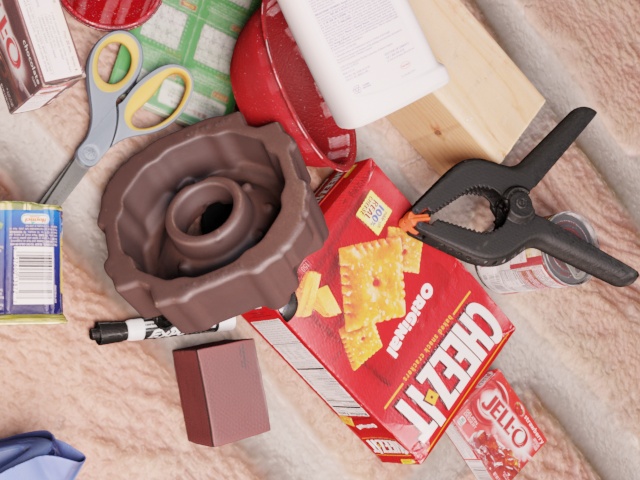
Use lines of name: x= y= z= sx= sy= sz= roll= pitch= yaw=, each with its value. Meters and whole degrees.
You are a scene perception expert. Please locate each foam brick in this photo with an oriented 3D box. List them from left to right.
foam brick: x=-0.079 y=0.120 z=0.854 sx=0.052 sy=0.051 sz=0.078 roll=-9 pitch=87 yaw=-31

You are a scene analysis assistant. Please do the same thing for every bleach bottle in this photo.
bleach bottle: x=0.008 y=-0.220 z=0.845 sx=0.102 sy=0.068 sz=0.251 roll=-28 pitch=104 yaw=-11

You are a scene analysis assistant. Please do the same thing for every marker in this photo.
marker: x=-0.126 y=0.069 z=0.854 sx=0.120 sy=0.020 sz=0.020 roll=-5 pitch=85 yaw=-30

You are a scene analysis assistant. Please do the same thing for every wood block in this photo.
wood block: x=0.092 y=-0.163 z=0.967 sx=0.206 sy=0.091 sz=0.090 roll=46 pitch=65 yaw=-17

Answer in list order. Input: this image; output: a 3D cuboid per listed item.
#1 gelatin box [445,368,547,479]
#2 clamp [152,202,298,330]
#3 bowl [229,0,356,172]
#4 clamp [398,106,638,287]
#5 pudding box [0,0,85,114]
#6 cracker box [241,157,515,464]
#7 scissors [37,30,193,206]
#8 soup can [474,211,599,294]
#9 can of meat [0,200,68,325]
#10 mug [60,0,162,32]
gelatin box: x=0.160 y=0.175 z=0.992 sx=0.073 sy=0.030 sz=0.089 roll=-40 pitch=103 yaw=-28
clamp: x=-0.056 y=0.001 z=0.850 sx=0.039 sy=0.120 sz=0.171 roll=66 pitch=36 yaw=-52
bowl: x=-0.029 y=-0.124 z=0.889 sx=0.162 sy=0.055 sz=0.162 roll=51 pitch=27 yaw=-40
clamp: x=0.168 y=-0.038 z=0.919 sx=0.209 sy=0.036 sz=0.164 roll=-1 pitch=75 yaw=-15
pudding box: x=-0.221 y=-0.159 z=0.792 sx=0.039 sy=0.090 sz=0.113 roll=-22 pitch=94 yaw=-30
cracker box: x=0.049 y=0.062 z=0.922 sx=0.213 sy=0.072 sz=0.164 roll=48 pitch=64 yaw=-16
scissors: x=-0.188 y=-0.087 z=0.833 sx=0.201 sy=0.016 sz=0.096 roll=-40 pitch=104 yaw=-20
soup can: x=0.199 y=0.014 z=0.995 sx=0.068 sy=0.102 sz=0.068 roll=5 pitch=81 yaw=-29
can of meat: x=-0.213 y=0.019 z=0.760 sx=0.057 sy=0.102 sz=0.084 roll=1 pitch=86 yaw=-20
mug: x=-0.149 y=-0.225 z=0.835 sx=0.117 sy=0.082 sz=0.093 roll=-24 pitch=87 yaw=-22
